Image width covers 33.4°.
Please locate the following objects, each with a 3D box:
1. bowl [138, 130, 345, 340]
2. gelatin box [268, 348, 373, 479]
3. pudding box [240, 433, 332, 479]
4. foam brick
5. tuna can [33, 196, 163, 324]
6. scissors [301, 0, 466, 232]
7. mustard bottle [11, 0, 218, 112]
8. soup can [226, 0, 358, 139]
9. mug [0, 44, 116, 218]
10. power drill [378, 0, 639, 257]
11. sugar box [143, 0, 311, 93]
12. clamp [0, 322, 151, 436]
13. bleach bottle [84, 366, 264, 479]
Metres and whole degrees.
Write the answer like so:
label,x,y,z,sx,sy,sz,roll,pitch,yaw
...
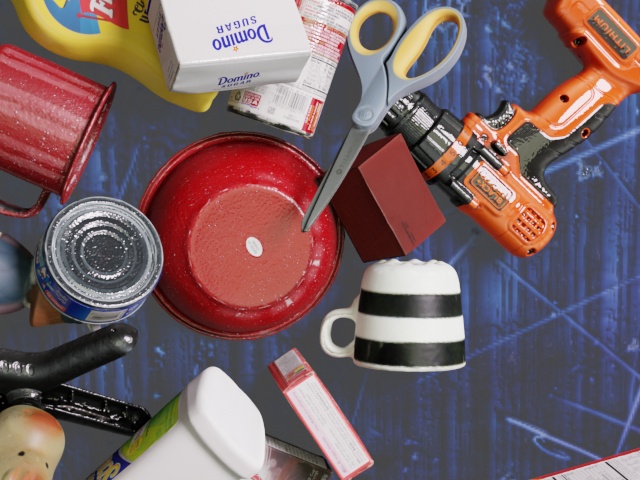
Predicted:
label,x,y,z,sx,sy,sz,roll,pitch,yaw
bowl,-0.055,0.001,0.789,0.162,0.055,0.162,-2,99,-11
gelatin box,0.000,0.131,0.809,0.030,0.073,0.089,-34,103,-4
pudding box,-0.055,0.206,0.826,0.090,0.039,0.113,24,92,-12
foam brick,0.045,-0.030,0.795,0.052,0.051,0.078,-38,107,-34
tuna can,-0.154,0.013,0.745,0.086,0.034,0.086,10,64,-22
scissors,0.023,-0.103,0.772,0.096,0.016,0.201,38,78,26
mustard bottle,-0.150,-0.167,0.739,0.191,0.058,0.096,21,70,-12
soup can,-0.021,-0.131,0.769,0.068,0.068,0.102,18,95,-13
mug,-0.201,-0.072,0.735,0.081,0.093,0.117,24,104,-9
power drill,0.149,-0.108,0.813,0.184,0.057,0.187,42,90,-11
sugar box,-0.076,-0.185,0.715,0.093,0.048,0.176,-9,72,-22
clamp,-0.203,0.112,0.774,0.171,0.039,0.120,-7,131,4
bleach bottle,-0.153,0.198,0.762,0.251,0.102,0.068,-40,102,8
